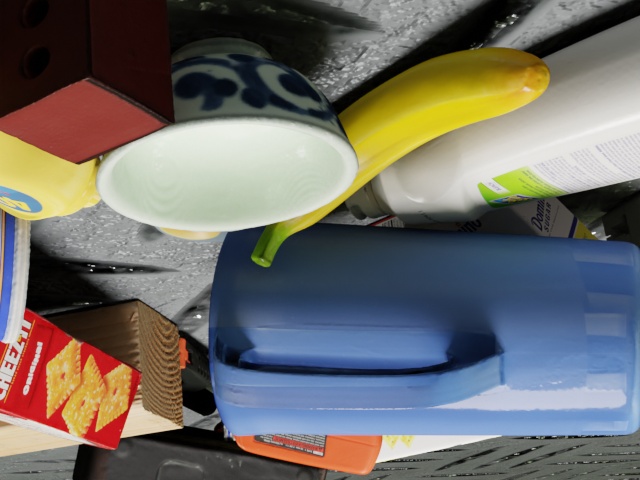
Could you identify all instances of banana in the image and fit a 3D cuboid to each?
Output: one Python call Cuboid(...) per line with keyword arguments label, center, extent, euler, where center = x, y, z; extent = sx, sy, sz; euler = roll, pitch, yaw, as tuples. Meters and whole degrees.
Cuboid(label="banana", center=(0.038, -0.051, 0.545), extent=(0.037, 0.069, 0.198), euler=(26, 137, -32))

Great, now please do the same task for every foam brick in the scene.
Cuboid(label="foam brick", center=(-0.095, -0.079, 0.418), extent=(0.053, 0.078, 0.051), euler=(-20, 155, 26))

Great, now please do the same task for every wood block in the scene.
Cuboid(label="wood block", center=(-0.227, 0.120, 0.884), extent=(0.206, 0.091, 0.090), euler=(-11, 158, 12))

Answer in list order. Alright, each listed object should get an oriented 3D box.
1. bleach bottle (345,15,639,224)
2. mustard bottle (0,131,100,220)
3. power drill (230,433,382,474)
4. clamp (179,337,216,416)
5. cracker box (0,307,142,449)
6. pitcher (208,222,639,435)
Cuboid(label="bleach bottle", center=(0.119, -0.058, 0.560), extent=(0.251, 0.068, 0.102), euler=(-16, 155, 31))
Cuboid(label="mustard bottle", center=(-0.154, -0.052, 0.469), extent=(0.096, 0.058, 0.191), euler=(23, 174, 27))
Cuboid(label="power drill", center=(0.024, 0.101, 0.788), extent=(0.184, 0.057, 0.187), euler=(8, -162, 11))
Cuboid(label="clamp", center=(-0.149, 0.136, 1.022), extent=(0.164, 0.036, 0.210), euler=(7, 157, -26))
Cuboid(label="cracker box", center=(-0.239, 0.077, 0.731), extent=(0.164, 0.072, 0.213), euler=(13, 164, 17))
Cuboid(label="pitcher", center=(0.061, 0.056, 0.614), extent=(0.243, 0.149, 0.145), euler=(0, 147, 14))
